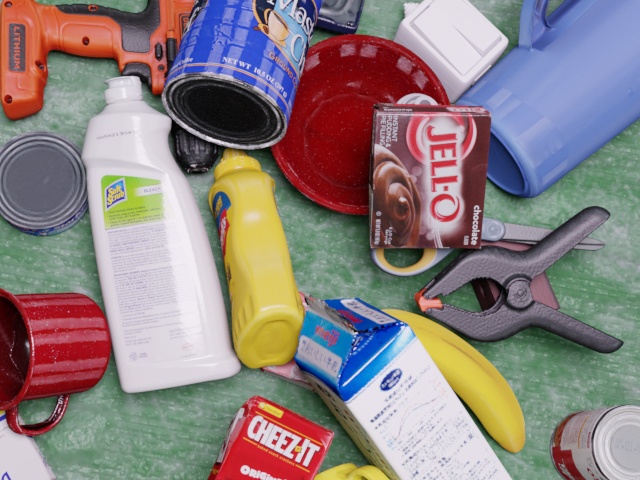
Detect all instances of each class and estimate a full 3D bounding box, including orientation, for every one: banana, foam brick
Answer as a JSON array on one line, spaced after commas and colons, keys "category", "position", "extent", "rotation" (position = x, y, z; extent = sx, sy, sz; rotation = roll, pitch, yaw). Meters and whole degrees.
[{"category": "banana", "position": [0.102, 0.108, 0.880], "extent": [0.197, 0.070, 0.037], "rotation": [31, 43, -9]}, {"category": "foam brick", "position": [0.162, 0.035, 0.920], "extent": [0.051, 0.053, 0.078], "rotation": [-19, 79, -10]}]

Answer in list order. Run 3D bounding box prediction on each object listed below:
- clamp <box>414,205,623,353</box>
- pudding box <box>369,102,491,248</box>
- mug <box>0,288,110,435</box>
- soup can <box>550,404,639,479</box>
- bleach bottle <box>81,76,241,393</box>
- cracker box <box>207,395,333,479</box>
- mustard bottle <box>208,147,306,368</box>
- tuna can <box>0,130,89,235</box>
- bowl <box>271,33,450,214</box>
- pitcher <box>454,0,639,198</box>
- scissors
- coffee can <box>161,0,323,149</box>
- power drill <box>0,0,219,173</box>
[{"category": "clamp", "position": [0.166, 0.049, 0.869], "extent": [0.171, 0.039, 0.120], "rotation": [-16, 88, 1]}, {"category": "pudding box", "position": [0.084, -0.051, 0.843], "extent": [0.090, 0.039, 0.113], "rotation": [0, 110, -3]}, {"category": "mug", "position": [-0.220, 0.094, 0.837], "extent": [0.093, 0.081, 0.117], "rotation": [1, 91, 39]}, {"category": "soup can", "position": [0.237, 0.170, 0.872], "extent": [0.068, 0.102, 0.068], "rotation": [1, 78, -6]}, {"category": "bleach bottle", "position": [-0.134, -0.008, 0.868], "extent": [0.102, 0.068, 0.251], "rotation": [-9, 90, -3]}, {"category": "cracker box", "position": [-0.075, 0.226, 0.798], "extent": [0.072, 0.164, 0.213], "rotation": [27, 77, -2]}, {"category": "mustard bottle", "position": [-0.056, 0.001, 0.877], "extent": [0.058, 0.096, 0.191], "rotation": [-7, 58, -10]}, {"category": "tuna can", "position": [-0.237, -0.048, 0.908], "extent": [0.086, 0.034, 0.086], "rotation": [1, 78, -5]}, {"category": "bowl", "position": [0.032, -0.095, 0.934], "extent": [0.162, 0.055, 0.162], "rotation": [1, 78, -5]}, {"category": "pitcher", "position": [0.231, -0.158, 0.928], "extent": [0.242, 0.145, 0.149], "rotation": [-40, 74, -9]}, {"category": "scissors", "position": [0.128, 0.007, 0.888], "extent": [0.201, 0.016, 0.096], "rotation": [23, 86, -2]}, {"category": "coffee can", "position": [-0.060, -0.160, 0.868], "extent": [0.103, 0.103, 0.140], "rotation": [16, 65, -2]}, {"category": "power drill", "position": [-0.179, -0.145, 0.925], "extent": [0.187, 0.057, 0.184], "rotation": [-3, 78, -8]}]
